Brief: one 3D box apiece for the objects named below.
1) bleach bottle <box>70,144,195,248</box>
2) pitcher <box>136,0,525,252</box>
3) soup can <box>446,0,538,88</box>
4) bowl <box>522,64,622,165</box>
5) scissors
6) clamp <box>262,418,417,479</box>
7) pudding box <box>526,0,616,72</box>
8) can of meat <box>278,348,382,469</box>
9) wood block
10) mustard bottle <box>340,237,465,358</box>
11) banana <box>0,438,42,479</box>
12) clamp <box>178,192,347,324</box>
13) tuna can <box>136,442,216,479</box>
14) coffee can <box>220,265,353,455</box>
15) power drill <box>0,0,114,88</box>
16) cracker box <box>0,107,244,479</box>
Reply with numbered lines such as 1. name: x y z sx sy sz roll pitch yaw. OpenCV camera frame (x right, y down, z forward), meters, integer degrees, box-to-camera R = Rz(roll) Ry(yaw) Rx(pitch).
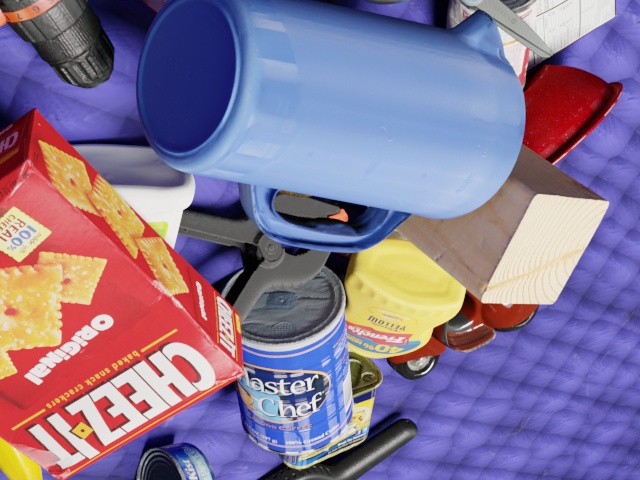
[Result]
1. bleach bottle: -0.163 0.053 0.779 0.102 0.068 0.251 0 124 -24
2. pitcher: 0.005 -0.077 0.675 0.242 0.145 0.149 3 79 -45
3. soup can: 0.133 -0.164 0.837 0.068 0.068 0.102 -30 149 -18
4. bowl: 0.176 -0.100 0.911 0.162 0.162 0.055 -43 97 -4
5. scissors: 0.086 -0.167 0.745 0.096 0.016 0.201 -40 129 4
6. clamp: -0.001 0.272 1.114 0.209 0.036 0.165 -10 127 -32
7. pudding box: 0.196 -0.205 0.896 0.113 0.039 0.090 -31 138 -14
8. can of meat: 0.004 0.160 1.014 0.101 0.057 0.084 -18 134 -28
9. wood block: 0.101 -0.044 0.815 0.090 0.206 0.090 4 119 -42
10. mustard bottle: 0.055 0.061 0.936 0.192 0.096 0.058 116 -11 -66
11. banana: -0.252 0.117 0.759 0.037 0.069 0.197 -13 145 10
12. clamp: -0.055 0.001 0.835 0.171 0.039 0.120 -35 109 -34
13. tuna can: -0.125 0.221 0.932 0.033 0.086 0.086 -5 125 -39
14. coffee can: -0.026 0.098 0.904 0.102 0.103 0.140 -27 136 -21
15. power drill: -0.224 -0.115 0.604 0.187 0.057 0.184 -41 135 -10
16. cracker box: -0.175 0.045 0.685 0.164 0.072 0.213 -31 124 14
